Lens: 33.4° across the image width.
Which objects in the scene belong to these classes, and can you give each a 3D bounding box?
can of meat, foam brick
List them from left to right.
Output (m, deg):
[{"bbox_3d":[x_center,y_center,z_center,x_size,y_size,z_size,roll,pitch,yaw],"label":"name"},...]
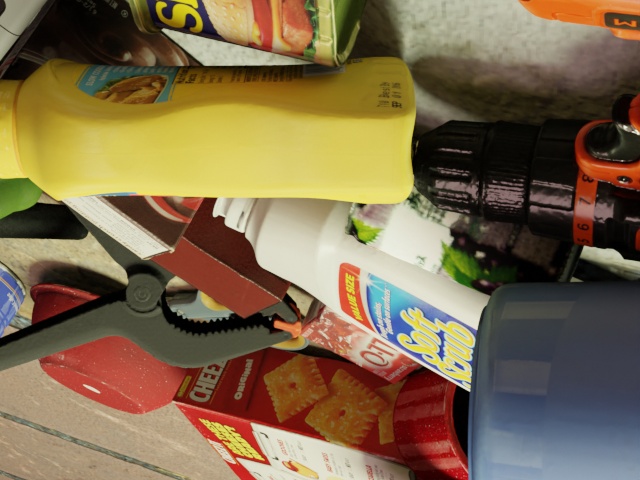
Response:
[{"bbox_3d":[-0.054,0.001,0.619,0.078,0.053,0.051,35,151,-18],"label":"foam brick"},{"bbox_3d":[-0.027,-0.115,0.394,0.084,0.057,0.102,15,152,12],"label":"can of meat"}]

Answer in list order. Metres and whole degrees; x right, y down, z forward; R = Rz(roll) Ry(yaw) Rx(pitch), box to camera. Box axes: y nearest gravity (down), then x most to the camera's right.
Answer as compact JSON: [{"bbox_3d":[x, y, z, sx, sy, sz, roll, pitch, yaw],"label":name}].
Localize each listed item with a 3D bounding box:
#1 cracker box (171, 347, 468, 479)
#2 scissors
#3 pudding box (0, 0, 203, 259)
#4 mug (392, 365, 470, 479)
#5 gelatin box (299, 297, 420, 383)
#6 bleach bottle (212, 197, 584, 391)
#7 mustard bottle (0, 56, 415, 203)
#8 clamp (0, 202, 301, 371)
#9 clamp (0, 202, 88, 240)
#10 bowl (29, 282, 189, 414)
[{"bbox_3d":[0.019,0.153,0.807,0.214,0.072,0.164,10,148,28],"label":"cracker box"},{"bbox_3d":[-0.081,0.057,0.778,0.096,0.016,0.202,37,150,-23],"label":"scissors"},{"bbox_3d":[-0.099,-0.059,0.512,0.113,0.090,0.039,37,151,-22],"label":"pudding box"},{"bbox_3d":[0.107,0.109,0.657,0.117,0.093,0.082,-5,169,-25],"label":"mug"},{"bbox_3d":[0.034,0.051,0.661,0.073,0.030,0.089,28,152,-6],"label":"gelatin box"},{"bbox_3d":[0.060,0.031,0.574,0.251,0.068,0.103,25,152,4],"label":"bleach bottle"},{"bbox_3d":[-0.059,-0.046,0.442,0.191,0.096,0.058,0,109,0],"label":"mustard bottle"},{"bbox_3d":[-0.118,0.036,0.671,0.210,0.165,0.036,21,-164,-8],"label":"clamp"},{"bbox_3d":[-0.227,-0.013,0.673,0.039,0.120,0.171,48,174,34],"label":"clamp"},{"bbox_3d":[-0.171,0.096,0.859,0.162,0.055,0.162,20,158,8],"label":"bowl"}]
